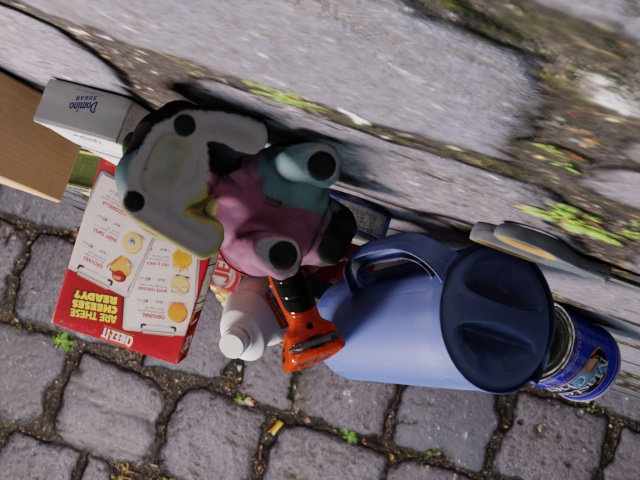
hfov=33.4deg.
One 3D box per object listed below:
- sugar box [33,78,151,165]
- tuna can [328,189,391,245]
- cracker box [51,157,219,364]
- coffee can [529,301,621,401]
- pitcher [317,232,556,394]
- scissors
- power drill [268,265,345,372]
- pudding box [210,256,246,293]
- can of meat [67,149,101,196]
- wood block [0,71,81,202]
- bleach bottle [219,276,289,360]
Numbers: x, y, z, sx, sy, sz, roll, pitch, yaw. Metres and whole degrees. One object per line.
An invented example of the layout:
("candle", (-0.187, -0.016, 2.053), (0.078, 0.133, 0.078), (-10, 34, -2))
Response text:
("sugar box", (-0.162, -0.087, 0.949), (0.093, 0.048, 0.176), (17, 171, 25))
("tuna can", (0.024, -0.021, 1.018), (0.086, 0.034, 0.086), (19, 175, 2))
("cracker box", (-0.210, 0.020, 1.286), (0.164, 0.214, 0.072), (18, -175, 6))
("coffee can", (0.296, 0.137, 1.319), (0.103, 0.103, 0.140), (14, 173, 41))
("pitcher", (0.090, 0.072, 1.021), (0.144, 0.149, 0.243), (-4, 176, -32))
("scissors", (0.218, 0.021, 0.859), (0.202, 0.016, 0.096), (18, 175, 11))
("power drill", (-0.040, 0.032, 1.038), (0.057, 0.188, 0.184), (-20, 172, -9))
("pudding box", (-0.121, 0.014, 1.465), (0.090, 0.113, 0.039), (21, 178, -20))
("can of meat", (-0.278, -0.077, 1.395), (0.083, 0.057, 0.102), (27, 170, -42))
("wood block", (-0.320, -0.113, 0.980), (0.090, 0.091, 0.205), (17, 175, 28))
("bleach bottle", (-0.058, 0.081, 1.264), (0.068, 0.102, 0.250), (-11, -164, 21))
